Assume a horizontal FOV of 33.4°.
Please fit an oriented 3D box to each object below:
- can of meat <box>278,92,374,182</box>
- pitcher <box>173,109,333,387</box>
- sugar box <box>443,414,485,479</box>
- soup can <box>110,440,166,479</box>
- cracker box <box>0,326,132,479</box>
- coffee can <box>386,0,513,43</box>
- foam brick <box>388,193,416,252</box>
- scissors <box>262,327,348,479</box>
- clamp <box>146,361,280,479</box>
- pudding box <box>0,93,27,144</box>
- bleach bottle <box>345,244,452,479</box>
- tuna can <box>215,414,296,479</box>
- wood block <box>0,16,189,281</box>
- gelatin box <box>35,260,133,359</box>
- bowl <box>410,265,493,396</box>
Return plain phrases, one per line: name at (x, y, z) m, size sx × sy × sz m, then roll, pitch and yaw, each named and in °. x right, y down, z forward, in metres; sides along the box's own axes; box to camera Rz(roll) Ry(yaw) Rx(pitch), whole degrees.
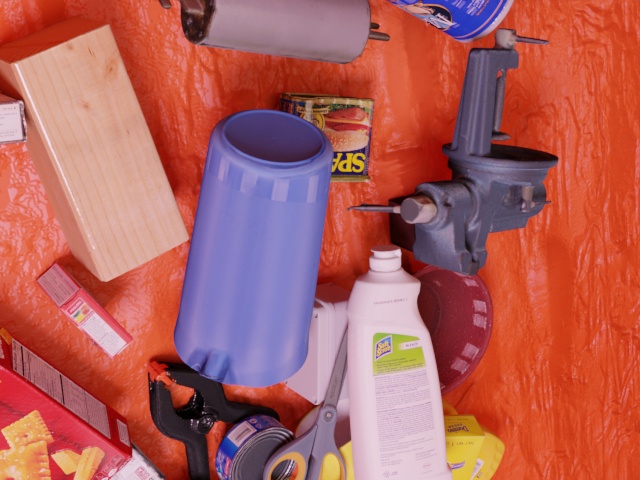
can of meat at (0.004, -0.104, 1.076) m, size 0.101 × 0.058 × 0.084 m, roll -2°, pitch 103°, yaw -30°
pitcher at (-0.056, 0.001, 0.987) m, size 0.144 × 0.149 × 0.243 m, roll -8°, pitch 130°, yaw -26°
sugar box at (0.116, 0.277, 1.202) m, size 0.093 × 0.048 × 0.176 m, roll 2°, pitch 118°, yaw -18°
soup can at (-0.210, 0.245, 1.042) m, size 0.102 × 0.069 × 0.068 m, roll -44°, pitch 121°, yaw -13°
cracker box at (-0.298, 0.175, 0.943) m, size 0.164 × 0.072 × 0.213 m, roll -41°, pitch 123°, yaw 6°
coffee can at (0.113, -0.271, 1.063) m, size 0.140 × 0.103 × 0.103 m, roll 20°, pitch 93°, yaw -33°
foam brick at (0.121, -0.023, 1.171) m, size 0.078 × 0.053 × 0.051 m, roll -14°, pitch 111°, yaw -27°
scissors at (-0.012, 0.185, 1.086) m, size 0.096 × 0.016 × 0.202 m, roll -3°, pitch 103°, yaw -12°
clamp at (-0.114, 0.177, 1.099) m, size 0.120 × 0.039 × 0.171 m, roll -41°, pitch 128°, yaw -22°
pudding box at (-0.307, -0.097, 0.871) m, size 0.113 × 0.090 × 0.039 m, roll -12°, pitch 109°, yaw -28°
bleach bottle at (0.077, 0.128, 1.070) m, size 0.102 × 0.068 × 0.251 m, roll -8°, pitch 104°, yaw -21°
tuna can at (-0.066, 0.225, 1.109) m, size 0.086 × 0.034 × 0.086 m, roll -17°, pitch 121°, yaw -32°
wood block at (-0.203, -0.081, 0.938) m, size 0.090 × 0.091 × 0.206 m, roll -28°, pitch 117°, yaw -21°
gelatin box at (-0.217, 0.063, 0.972) m, size 0.030 × 0.089 × 0.073 m, roll -45°, pitch 121°, yaw -11°
bowl at (0.115, 0.096, 1.200) m, size 0.161 × 0.055 × 0.162 m, roll -9°, pitch 109°, yaw -29°
